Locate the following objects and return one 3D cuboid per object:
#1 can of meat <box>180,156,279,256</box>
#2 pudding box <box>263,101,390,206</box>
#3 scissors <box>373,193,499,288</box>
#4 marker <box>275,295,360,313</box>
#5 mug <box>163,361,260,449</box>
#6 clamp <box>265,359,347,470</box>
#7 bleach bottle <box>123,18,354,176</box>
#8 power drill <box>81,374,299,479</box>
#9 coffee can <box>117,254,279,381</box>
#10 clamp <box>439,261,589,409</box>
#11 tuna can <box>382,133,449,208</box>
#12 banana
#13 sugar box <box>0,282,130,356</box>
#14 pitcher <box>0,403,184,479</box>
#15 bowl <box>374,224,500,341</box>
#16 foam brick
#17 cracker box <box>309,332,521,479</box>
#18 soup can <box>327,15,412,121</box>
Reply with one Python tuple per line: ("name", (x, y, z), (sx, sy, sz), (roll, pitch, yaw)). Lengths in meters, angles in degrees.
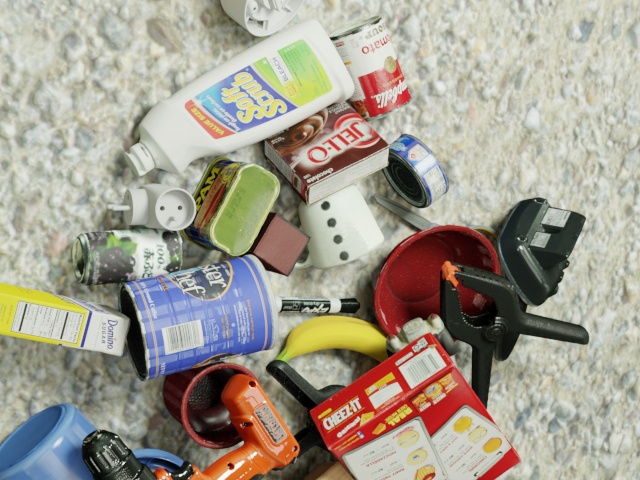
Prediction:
("can of meat", (-0.096, -0.036, 1.135), (0.057, 0.084, 0.102), (30, 83, -27))
("pudding box", (0.007, -0.098, 1.177), (0.113, 0.090, 0.039), (-29, 146, -19))
("scissors", (0.140, 0.009, 1.300), (0.201, 0.016, 0.096), (11, 91, -28))
("marker", (-0.008, 0.075, 1.231), (0.120, 0.020, 0.020), (3, 95, -28))
("mug", (-0.111, 0.175, 1.156), (0.117, 0.082, 0.093), (34, 81, -26))
("clamp", (-0.002, 0.193, 1.225), (0.171, 0.039, 0.120), (1, 87, -46))
("bleach bottle", (-0.091, -0.137, 1.137), (0.250, 0.068, 0.102), (-34, 102, -18))
("power drill", (-0.124, 0.218, 1.058), (0.187, 0.057, 0.184), (-40, 109, -27))
("coffee can", (-0.126, 0.078, 1.094), (0.140, 0.103, 0.103), (-12, 102, -21))
("clamp", (0.213, 0.096, 1.258), (0.164, 0.036, 0.210), (-30, 119, 8))
("tuna can", (0.107, -0.079, 1.233), (0.033, 0.086, 0.086), (-38, 112, -16))
("banana", (0.039, 0.124, 1.255), (0.197, 0.037, 0.070), (10, 116, -26))
("sugar box", (-0.285, 0.071, 1.047), (0.176, 0.093, 0.048), (12, 91, -29))
("pitcher", (-0.214, 0.280, 1.091), (0.242, 0.145, 0.149), (54, 45, -19))
("bowl", (0.129, 0.046, 1.263), (0.162, 0.055, 0.162), (-8, 116, -18))
("foam brick", (-0.058, 0.001, 1.164), (0.051, 0.078, 0.053), (35, 78, -26))
("cracker box", (0.111, 0.222, 1.210), (0.164, 0.072, 0.213), (-35, 130, 2))
("soup can", (0.055, -0.194, 1.202), (0.068, 0.069, 0.102), (-29, 108, -21))
